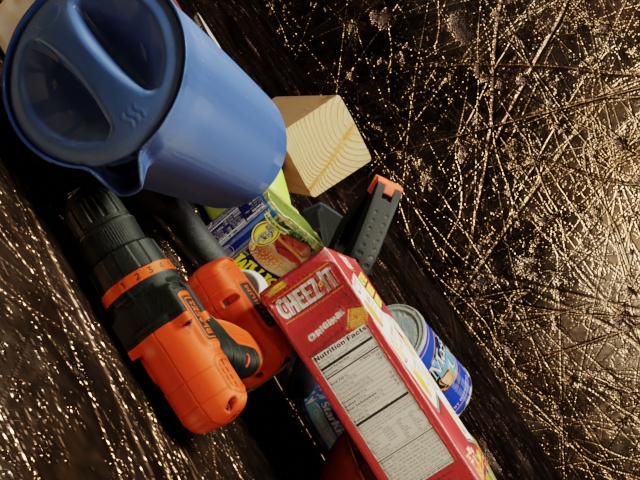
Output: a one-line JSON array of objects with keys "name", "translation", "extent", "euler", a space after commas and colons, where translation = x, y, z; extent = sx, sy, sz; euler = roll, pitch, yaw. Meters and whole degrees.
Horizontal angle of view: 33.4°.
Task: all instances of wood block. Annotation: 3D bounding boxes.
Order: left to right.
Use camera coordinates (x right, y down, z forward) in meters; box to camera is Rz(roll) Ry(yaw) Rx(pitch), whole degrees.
[{"name": "wood block", "translation": [-0.033, -0.120, 1.325], "extent": [0.090, 0.090, 0.206], "euler": [61, -17, -18]}]

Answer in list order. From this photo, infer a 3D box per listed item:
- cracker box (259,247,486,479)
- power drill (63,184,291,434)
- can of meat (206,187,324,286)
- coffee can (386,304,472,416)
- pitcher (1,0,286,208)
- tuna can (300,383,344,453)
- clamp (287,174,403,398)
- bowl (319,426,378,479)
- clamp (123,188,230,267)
[{"name": "cracker box", "translation": [0.047, 0.115, 0.850], "extent": [0.214, 0.072, 0.164], "euler": [56, 5, 9]}, {"name": "power drill", "translation": [-0.096, 0.047, 0.760], "extent": [0.184, 0.057, 0.187], "euler": [58, 11, 11]}, {"name": "can of meat", "translation": [-0.057, 0.001, 1.012], "extent": [0.102, 0.084, 0.057], "euler": [41, 12, -48]}, {"name": "coffee can", "translation": [0.114, 0.159, 1.333], "extent": [0.140, 0.103, 0.103], "euler": [49, 11, -41]}, {"name": "pitcher", "translation": [-0.114, -0.105, 0.788], "extent": [0.145, 0.149, 0.242], "euler": [28, 1, 19]}, {"name": "tuna can", "translation": [0.018, 0.170, 0.996], "extent": [0.086, 0.034, 0.086], "euler": [54, 9, -13]}, {"name": "clamp", "translation": [0.014, 0.031, 1.022], "extent": [0.036, 0.210, 0.164], "euler": [24, 11, -15]}, {"name": "bowl", "translation": [0.045, 0.225, 0.867], "extent": [0.162, 0.055, 0.162], "euler": [54, 9, -13]}, {"name": "clamp", "translation": [-0.140, -0.051, 0.927], "extent": [0.171, 0.039, 0.120], "euler": [48, 10, -41]}]
